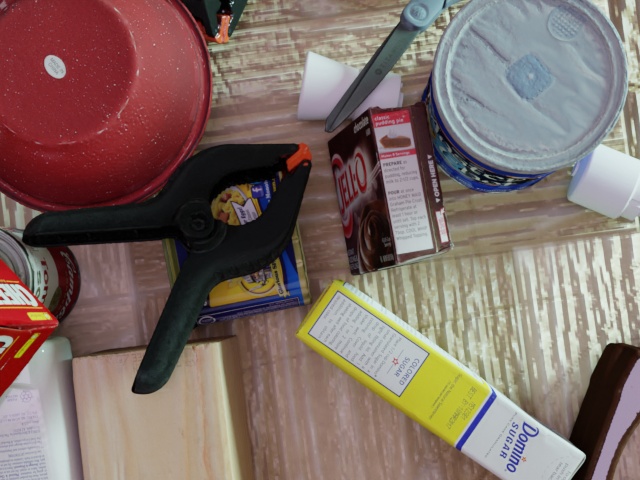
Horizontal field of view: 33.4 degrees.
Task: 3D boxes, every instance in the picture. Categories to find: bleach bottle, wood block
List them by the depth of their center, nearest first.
[{"bbox_3d":[-0.184,0.187,0.637,0.102,0.068,0.251,-7,90,4],"label":"bleach bottle"},{"bbox_3d":[-0.088,0.166,0.653,0.090,0.091,0.206,-7,88,3],"label":"wood block"}]

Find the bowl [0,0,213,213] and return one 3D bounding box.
[{"bbox_3d":[-0.147,-0.096,0.628,0.162,0.055,0.162,0,85,2],"label":"bowl"}]

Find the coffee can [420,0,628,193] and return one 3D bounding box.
[{"bbox_3d":[0.112,-0.084,0.628,0.103,0.140,0.103,0,88,2],"label":"coffee can"}]

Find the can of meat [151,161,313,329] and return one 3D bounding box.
[{"bbox_3d":[-0.054,0.001,0.675,0.084,0.057,0.102,-11,87,0],"label":"can of meat"}]

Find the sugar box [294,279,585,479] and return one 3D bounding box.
[{"bbox_3d":[0.069,0.090,0.648,0.176,0.093,0.048,37,90,4],"label":"sugar box"}]

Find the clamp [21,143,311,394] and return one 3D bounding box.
[{"bbox_3d":[-0.070,0.006,0.615,0.171,0.039,0.120,-27,84,-12],"label":"clamp"}]

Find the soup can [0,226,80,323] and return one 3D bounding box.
[{"bbox_3d":[-0.194,0.025,0.657,0.068,0.102,0.068,0,88,2],"label":"soup can"}]

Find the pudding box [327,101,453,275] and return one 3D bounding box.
[{"bbox_3d":[0.039,-0.028,0.643,0.039,0.114,0.090,-10,87,-15],"label":"pudding box"}]

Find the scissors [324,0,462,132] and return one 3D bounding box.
[{"bbox_3d":[0.054,-0.160,0.677,0.201,0.016,0.096,-37,79,-12],"label":"scissors"}]
